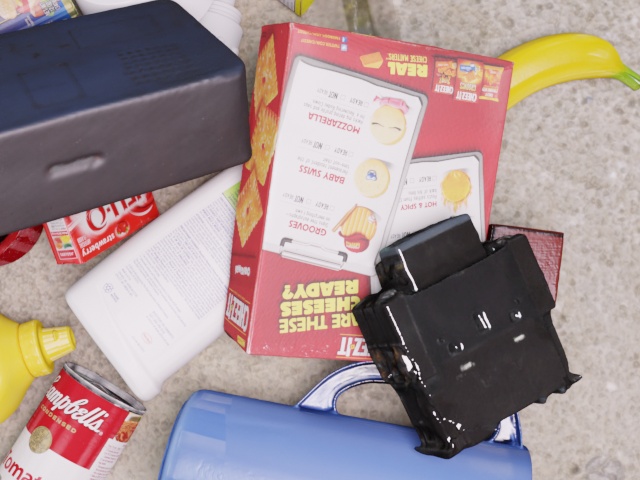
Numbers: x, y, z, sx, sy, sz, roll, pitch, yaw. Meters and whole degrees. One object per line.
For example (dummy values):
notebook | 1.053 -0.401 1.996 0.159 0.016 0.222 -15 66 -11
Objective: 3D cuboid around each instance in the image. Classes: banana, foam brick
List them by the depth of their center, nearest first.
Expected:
foam brick | 0.138 0.018 0.765 0.053 0.078 0.051 7 87 0
banana | 0.145 -0.106 0.796 0.197 0.037 0.069 -26 85 -3

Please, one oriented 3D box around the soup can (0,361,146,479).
soup can | -0.179 0.146 0.754 0.068 0.068 0.102 32 85 2

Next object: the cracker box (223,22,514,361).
cracker box | 0.030 -0.029 0.727 0.164 0.072 0.214 5 98 -21

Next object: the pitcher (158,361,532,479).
pitcher | 0.018 0.169 0.729 0.243 0.149 0.145 13 127 4

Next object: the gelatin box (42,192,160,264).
gelatin box | -0.159 -0.033 0.752 0.030 0.089 0.073 -3 111 35

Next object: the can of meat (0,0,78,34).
can of meat | -0.229 -0.182 0.750 0.084 0.057 0.102 -28 88 -5

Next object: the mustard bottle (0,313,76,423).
mustard bottle | -0.269 0.096 0.760 0.191 0.058 0.096 -16 63 -3

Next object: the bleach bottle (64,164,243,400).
bleach bottle | -0.055 0.001 0.773 0.250 0.068 0.102 -36 94 -7
